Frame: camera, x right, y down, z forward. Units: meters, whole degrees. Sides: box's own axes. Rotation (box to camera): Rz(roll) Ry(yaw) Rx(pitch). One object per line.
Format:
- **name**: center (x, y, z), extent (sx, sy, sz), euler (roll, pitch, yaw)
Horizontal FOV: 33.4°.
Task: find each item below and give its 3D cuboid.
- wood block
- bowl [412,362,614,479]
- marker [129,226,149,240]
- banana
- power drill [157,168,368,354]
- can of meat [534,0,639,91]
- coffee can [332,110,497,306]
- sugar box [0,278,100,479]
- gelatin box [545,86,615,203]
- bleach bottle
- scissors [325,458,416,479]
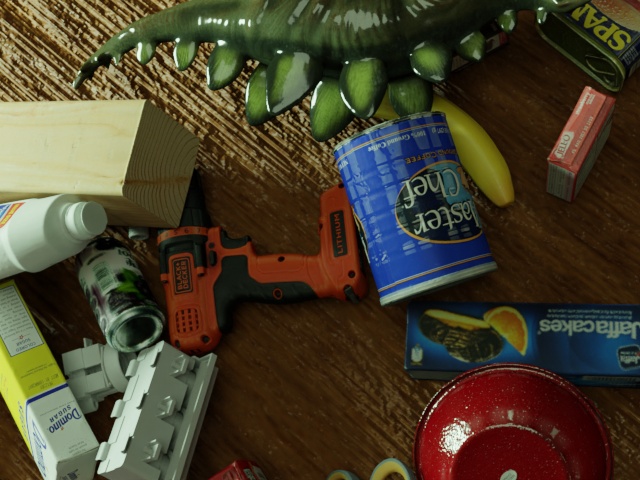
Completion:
- **wood block**: center (-0.227, -0.070, 0.974), extent (0.206, 0.090, 0.090), euler (3, 73, 28)
- **bowl**: center (0.150, 0.181, 0.841), extent (0.162, 0.055, 0.162), euler (2, 98, 12)
- **marker**: center (-0.176, -0.060, 1.025), extent (0.020, 0.020, 0.121), euler (-7, 73, 10)
- **banana**: center (0.098, -0.099, 0.972), extent (0.198, 0.037, 0.070), euler (27, 100, 19)
- **power drill**: center (-0.056, 0.001, 0.965), extent (0.188, 0.057, 0.184), euler (-11, 73, 11)
- **can of meat**: center (0.258, -0.198, 0.953), extent (0.084, 0.057, 0.102), euler (-45, 72, -6)
- **coffee can**: center (0.079, -0.026, 0.904), extent (0.103, 0.102, 0.140), euler (-18, 84, 6)
- **sugar box**: center (-0.256, 0.132, 0.947), extent (0.048, 0.093, 0.176), euler (-20, 67, -26)
- **gelatin box**: center (0.220, -0.080, 0.910), extent (0.030, 0.089, 0.073), euler (27, 82, 17)
- **bleach bottle**: center (-0.282, 0.001, 0.940), extent (0.251, 0.102, 0.068), euler (-13, 112, 33)
- **scissors**: center (0.061, 0.261, 0.850), extent (0.096, 0.016, 0.202), euler (-40, 50, 14)
